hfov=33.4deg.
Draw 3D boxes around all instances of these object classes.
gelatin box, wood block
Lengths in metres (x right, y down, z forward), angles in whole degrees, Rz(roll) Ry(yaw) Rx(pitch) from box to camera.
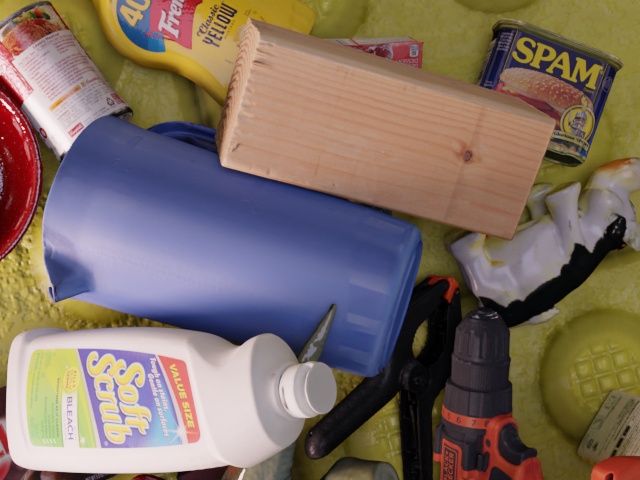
[{"bbox_3d":[0.030,-0.111,0.787,0.089,0.030,0.073,-4,110,-15],"label":"gelatin box"},{"bbox_3d":[0.040,-0.076,0.732,0.206,0.090,0.091,15,105,-13],"label":"wood block"}]

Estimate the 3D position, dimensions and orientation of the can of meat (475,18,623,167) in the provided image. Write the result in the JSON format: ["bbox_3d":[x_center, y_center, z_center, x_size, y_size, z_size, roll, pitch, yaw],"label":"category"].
[{"bbox_3d":[0.169,-0.112,0.822,0.102,0.057,0.084,20,89,-3],"label":"can of meat"}]

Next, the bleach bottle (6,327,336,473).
[{"bbox_3d":[-0.097,0.094,0.674,0.251,0.068,0.102,-11,74,37],"label":"bleach bottle"}]

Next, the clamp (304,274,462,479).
[{"bbox_3d":[0.069,0.112,0.807,0.120,0.039,0.171,40,76,-35],"label":"clamp"}]

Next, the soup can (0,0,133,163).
[{"bbox_3d":[-0.194,-0.115,0.786,0.068,0.068,0.102,-38,92,-5],"label":"soup can"}]

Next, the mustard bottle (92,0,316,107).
[{"bbox_3d":[-0.106,-0.170,0.800,0.191,0.058,0.096,26,84,-3],"label":"mustard bottle"}]

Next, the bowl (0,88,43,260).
[{"bbox_3d":[-0.281,-0.046,0.782,0.162,0.055,0.162,0,88,-5],"label":"bowl"}]

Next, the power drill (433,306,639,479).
[{"bbox_3d":[0.151,0.153,0.738,0.057,0.188,0.184,-7,105,-29],"label":"power drill"}]

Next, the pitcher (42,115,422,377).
[{"bbox_3d":[-0.055,0.001,0.741,0.243,0.145,0.149,17,90,9],"label":"pitcher"}]
